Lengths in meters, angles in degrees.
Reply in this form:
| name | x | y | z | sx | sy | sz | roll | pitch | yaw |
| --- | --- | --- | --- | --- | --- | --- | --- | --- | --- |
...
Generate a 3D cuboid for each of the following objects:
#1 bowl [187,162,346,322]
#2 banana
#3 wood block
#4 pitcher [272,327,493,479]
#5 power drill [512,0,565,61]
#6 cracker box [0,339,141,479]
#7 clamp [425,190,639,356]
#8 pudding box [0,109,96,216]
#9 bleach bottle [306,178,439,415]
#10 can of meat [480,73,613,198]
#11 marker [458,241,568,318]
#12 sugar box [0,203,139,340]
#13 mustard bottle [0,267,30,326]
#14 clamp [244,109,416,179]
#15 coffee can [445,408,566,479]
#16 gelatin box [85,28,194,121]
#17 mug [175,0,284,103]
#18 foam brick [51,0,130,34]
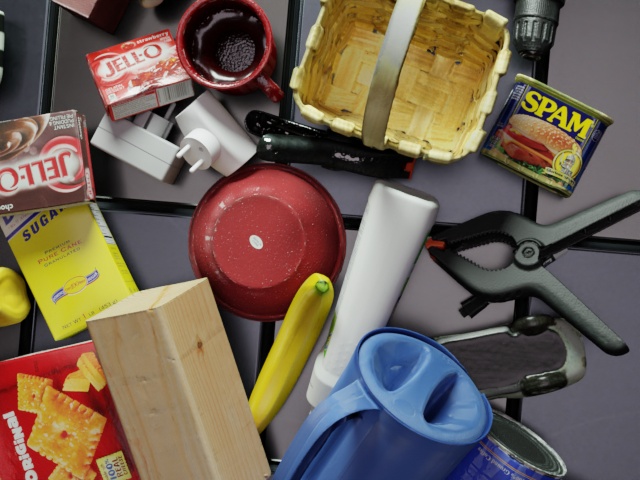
| name | x | y | z | sx | sy | sz | roll | pitch | yaw |
| --- | --- | --- | --- | --- | --- | --- | --- | --- | --- |
| bowl | -0.057 | 0.001 | 1.052 | 0.162 | 0.055 | 0.162 | 0 | 89 | 6 |
| banana | -0.029 | 0.102 | 1.035 | 0.037 | 0.069 | 0.198 | 30 | 118 | 13 |
| wood block | -0.131 | 0.151 | 1.009 | 0.090 | 0.090 | 0.206 | -12 | 100 | 27 |
| pitcher | 0.031 | 0.205 | 0.959 | 0.149 | 0.145 | 0.243 | 28 | 120 | -6 |
| power drill | 0.150 | -0.275 | 1.011 | 0.187 | 0.057 | 0.184 | 11 | 82 | -14 |
| cracker box | -0.274 | 0.192 | 1.062 | 0.214 | 0.072 | 0.164 | -13 | 87 | 6 |
| clamp | 0.203 | 0.028 | 1.008 | 0.210 | 0.036 | 0.164 | 0 | 64 | 17 |
| pudding box | -0.280 | -0.073 | 1.039 | 0.113 | 0.039 | 0.090 | -9 | 86 | 7 |
| bleach bottle | 0.041 | 0.069 | 1.030 | 0.068 | 0.102 | 0.251 | 20 | 99 | 2 |
| can of meat | 0.215 | -0.099 | 1.027 | 0.102 | 0.057 | 0.084 | 28 | 94 | 5 |
| marker | 0.188 | 0.038 | 1.046 | 0.121 | 0.020 | 0.020 | -35 | 86 | 4 |
| sugar box | -0.260 | 0.002 | 1.076 | 0.093 | 0.048 | 0.176 | -28 | 88 | 4 |
| mustard bottle | -0.395 | 0.078 | 1.062 | 0.191 | 0.096 | 0.058 | -15 | 88 | 5 |
| clamp | 0.006 | -0.092 | 1.034 | 0.171 | 0.120 | 0.039 | 10 | 113 | -22 |
| coffee can | 0.147 | 0.240 | 0.993 | 0.103 | 0.102 | 0.140 | 33 | 103 | 5 |
| gelatin box | -0.178 | -0.164 | 1.053 | 0.089 | 0.030 | 0.073 | -20 | 58 | -12 |
| mug | -0.079 | -0.179 | 1.043 | 0.117 | 0.081 | 0.093 | 43 | 93 | 5 |
| foam brick | -0.229 | -0.245 | 1.061 | 0.053 | 0.078 | 0.051 | 27 | 92 | 7 |
